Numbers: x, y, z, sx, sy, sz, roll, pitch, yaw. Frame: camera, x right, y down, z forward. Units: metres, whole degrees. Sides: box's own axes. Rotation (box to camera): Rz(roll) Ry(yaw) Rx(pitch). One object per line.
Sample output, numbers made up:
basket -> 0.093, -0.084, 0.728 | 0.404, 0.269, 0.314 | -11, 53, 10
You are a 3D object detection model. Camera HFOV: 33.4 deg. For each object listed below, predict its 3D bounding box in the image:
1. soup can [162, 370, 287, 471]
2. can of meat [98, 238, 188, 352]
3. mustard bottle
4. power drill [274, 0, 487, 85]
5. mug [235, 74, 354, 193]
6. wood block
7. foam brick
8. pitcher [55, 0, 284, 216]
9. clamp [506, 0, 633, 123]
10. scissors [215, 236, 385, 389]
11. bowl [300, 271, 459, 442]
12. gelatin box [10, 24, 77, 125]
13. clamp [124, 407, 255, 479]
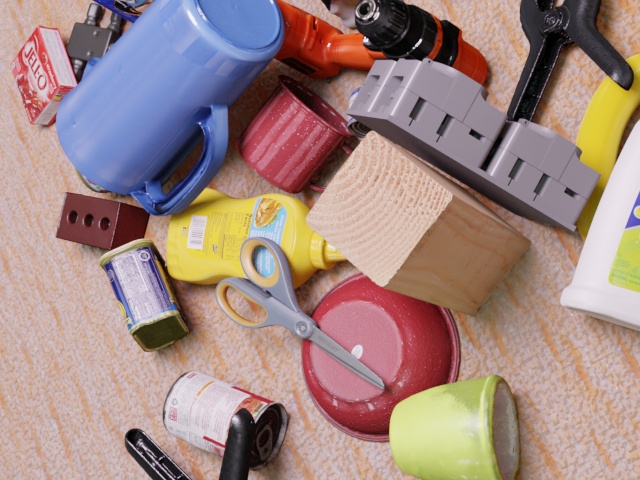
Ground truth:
soup can -> -0.092, 0.171, 1.024 | 0.102, 0.068, 0.068 | 17, 88, 29
can of meat -> -0.173, 0.057, 1.067 | 0.057, 0.102, 0.084 | -23, 72, -5
mustard bottle -> -0.057, 0.001, 1.042 | 0.192, 0.058, 0.096 | 5, 81, 28
power drill -> 0.036, -0.181, 0.969 | 0.188, 0.184, 0.057 | 14, 87, 38
mug -> -0.018, -0.092, 1.032 | 0.117, 0.093, 0.081 | 37, 106, -9
wood block -> 0.087, -0.007, 0.887 | 0.091, 0.205, 0.090 | 41, 100, 27
foam brick -> -0.232, -0.017, 1.138 | 0.078, 0.051, 0.053 | 10, 86, 28
pitcher -> -0.136, -0.142, 1.002 | 0.243, 0.149, 0.145 | -36, 27, 45
clamp -> 0.220, -0.184, 0.931 | 0.120, 0.039, 0.171 | -6, 72, 40
scissors -> -0.015, 0.058, 0.967 | 0.202, 0.016, 0.096 | 17, 101, 34
bowl -> 0.043, 0.102, 0.975 | 0.162, 0.055, 0.162 | -5, 79, 26
gelatin box -> -0.314, -0.187, 1.211 | 0.073, 0.030, 0.089 | -40, 64, 38
clamp -> -0.089, 0.254, 0.985 | 0.165, 0.036, 0.210 | -26, 88, 40
